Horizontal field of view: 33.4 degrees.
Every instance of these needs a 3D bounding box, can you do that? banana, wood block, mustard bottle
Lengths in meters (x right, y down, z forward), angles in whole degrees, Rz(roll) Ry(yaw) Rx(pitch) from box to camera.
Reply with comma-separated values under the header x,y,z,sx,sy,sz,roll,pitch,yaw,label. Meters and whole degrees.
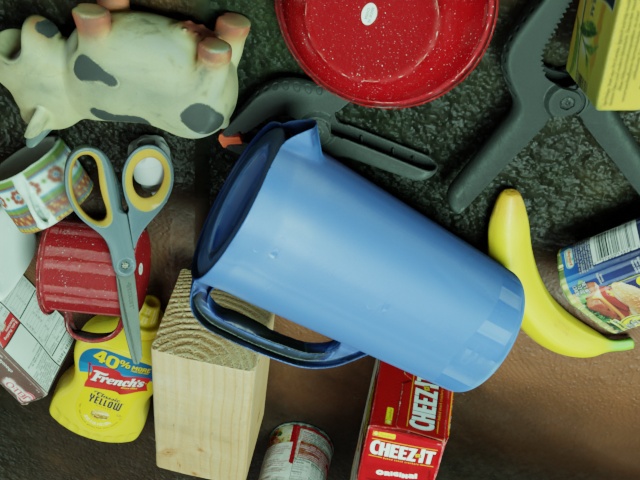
x,y,z,sx,sy,sz,roll,pitch,yaw,label
0.186,0.040,0.900,0.070,0.037,0.197,-39,116,9,banana
-0.098,0.131,0.979,0.090,0.090,0.206,12,140,3,wood block
-0.193,0.119,1.037,0.096,0.058,0.192,22,129,-12,mustard bottle

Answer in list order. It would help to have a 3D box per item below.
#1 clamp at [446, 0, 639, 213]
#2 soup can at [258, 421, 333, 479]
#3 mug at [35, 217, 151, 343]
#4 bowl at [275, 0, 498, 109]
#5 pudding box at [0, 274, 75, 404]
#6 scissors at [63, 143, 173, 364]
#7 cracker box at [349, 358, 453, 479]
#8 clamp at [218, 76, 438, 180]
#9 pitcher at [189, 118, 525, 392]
x,y,z,sx,sy,sz,roll,pitch,yaw,label
0.167,-0.103,0.778,0.164,0.036,0.210,-8,126,5,clamp
-0.028,0.242,1.067,0.068,0.102,0.068,6,129,8,soup can
-0.199,0.036,0.945,0.081,0.093,0.117,6,103,3,mug
0.040,-0.160,0.736,0.162,0.055,0.162,6,116,11,bowl
-0.290,0.085,1.012,0.039,0.090,0.113,-22,120,26,pudding box
-0.148,0.004,0.885,0.096,0.016,0.202,-25,119,-11,scissors
0.070,0.181,0.954,0.072,0.164,0.214,11,130,3,cracker box
0.008,-0.086,0.835,0.172,0.039,0.120,-12,114,22,clamp
0.026,0.029,0.823,0.242,0.145,0.149,28,157,-16,pitcher
